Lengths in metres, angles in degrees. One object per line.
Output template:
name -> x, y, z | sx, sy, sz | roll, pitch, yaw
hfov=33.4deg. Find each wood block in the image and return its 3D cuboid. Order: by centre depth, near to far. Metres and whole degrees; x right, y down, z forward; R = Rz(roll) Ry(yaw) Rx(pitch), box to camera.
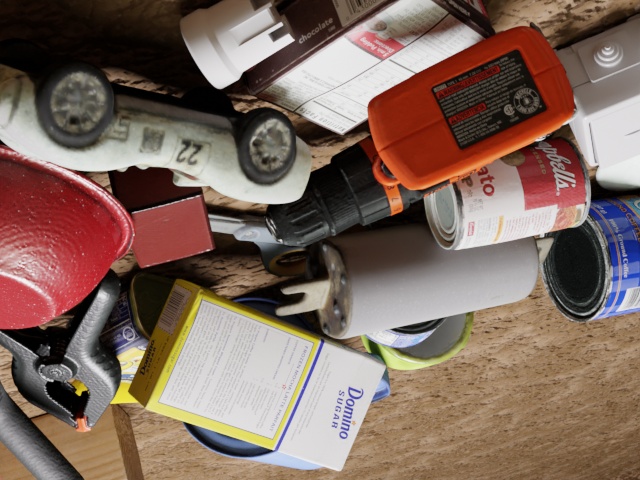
wood block -> -0.284, 0.232, 1.035 | 0.206, 0.090, 0.091 | -17, 157, -3

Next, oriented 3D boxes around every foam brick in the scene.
foam brick -> -0.097, -0.026, 0.649 | 0.051, 0.053, 0.078 | -15, 157, -6

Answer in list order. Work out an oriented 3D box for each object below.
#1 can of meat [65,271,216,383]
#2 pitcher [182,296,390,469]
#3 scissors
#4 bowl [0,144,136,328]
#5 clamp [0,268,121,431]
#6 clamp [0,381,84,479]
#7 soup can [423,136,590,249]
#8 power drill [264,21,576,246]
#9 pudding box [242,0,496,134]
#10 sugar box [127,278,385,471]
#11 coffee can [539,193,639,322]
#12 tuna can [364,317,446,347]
can of meat -> -0.136, 0.072, 0.832 | 0.084, 0.057, 0.101 | -29, 153, 29
pitcher -> -0.025, 0.143, 0.974 | 0.145, 0.149, 0.242 | -53, 160, -6
scissors -> -0.055, 0.001, 0.780 | 0.201, 0.016, 0.096 | -2, 150, -32
bowl -> -0.187, 0.007, 0.592 | 0.162, 0.055, 0.162 | 5, 153, 2
clamp -> -0.178, 0.076, 0.757 | 0.120, 0.039, 0.171 | -5, 139, 14
clamp -> -0.242, 0.104, 0.750 | 0.036, 0.165, 0.210 | -46, 156, -23
soup can -> 0.133, -0.034, 0.772 | 0.102, 0.068, 0.068 | -10, 155, -14
power drill -> 0.054, -0.053, 0.614 | 0.184, 0.057, 0.188 | -28, 179, -6
pudding box -> 0.025, -0.107, 0.575 | 0.114, 0.039, 0.089 | -28, 157, 28
sugar box -> -0.044, 0.102, 0.794 | 0.176, 0.093, 0.048 | 26, 177, -32
coffee can -> 0.276, 0.010, 0.921 | 0.140, 0.103, 0.103 | -8, 155, -21
tuna can -> 0.063, 0.043, 0.868 | 0.086, 0.086, 0.034 | -8, 156, -21
